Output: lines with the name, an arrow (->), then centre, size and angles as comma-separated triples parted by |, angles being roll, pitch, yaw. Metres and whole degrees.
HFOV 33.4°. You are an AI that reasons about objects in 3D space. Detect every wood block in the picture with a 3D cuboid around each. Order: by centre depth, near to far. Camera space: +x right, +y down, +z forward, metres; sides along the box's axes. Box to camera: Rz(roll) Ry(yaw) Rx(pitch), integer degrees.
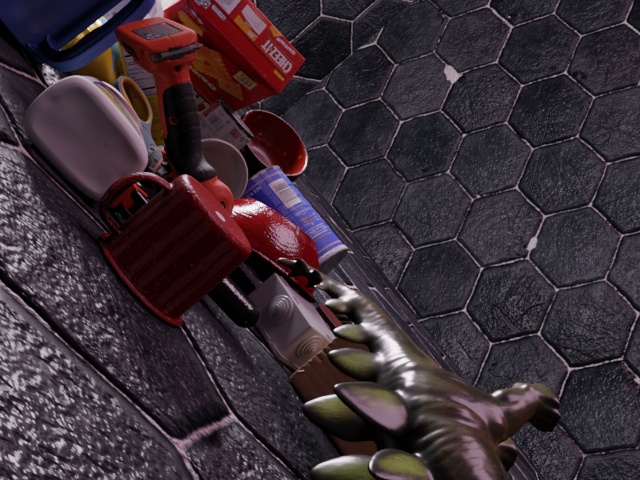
wood block -> 0.073, 0.186, 0.998 | 0.206, 0.091, 0.090 | 52, 6, 28

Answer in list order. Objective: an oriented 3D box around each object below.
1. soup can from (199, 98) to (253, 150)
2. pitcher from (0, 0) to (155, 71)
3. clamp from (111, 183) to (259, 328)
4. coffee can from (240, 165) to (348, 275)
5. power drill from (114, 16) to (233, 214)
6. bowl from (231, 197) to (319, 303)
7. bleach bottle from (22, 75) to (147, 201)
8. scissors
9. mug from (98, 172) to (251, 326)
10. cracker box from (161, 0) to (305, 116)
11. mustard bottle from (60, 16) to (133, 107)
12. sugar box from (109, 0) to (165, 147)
soup can -> -0.144, -0.123, 1.360 | 0.068, 0.102, 0.068 | 49, 5, -6
pitcher -> -0.225, -0.291, 1.082 | 0.149, 0.243, 0.145 | 55, 1, -24
clamp -> -0.117, 0.011, 0.943 | 0.120, 0.039, 0.171 | 46, 4, 39
coffee can -> -0.048, -0.009, 1.346 | 0.140, 0.103, 0.102 | 50, 5, 10
power drill -> -0.148, -0.119, 1.042 | 0.185, 0.057, 0.187 | 32, -41, 55
bowl -> -0.058, 0.001, 1.163 | 0.162, 0.055, 0.162 | 34, -8, 5
bleach bottle -> -0.202, -0.108, 0.952 | 0.102, 0.068, 0.251 | 50, 2, -18
scissors -> -0.203, -0.106, 1.164 | 0.096, 0.016, 0.202 | 13, 46, -45
mug -> -0.114, -0.004, 0.806 | 0.117, 0.081, 0.093 | 48, 5, -23
cracker box -> -0.143, -0.243, 1.365 | 0.164, 0.072, 0.214 | 45, -26, -21
mustard bottle -> -0.259, -0.217, 1.258 | 0.191, 0.058, 0.096 | 15, 61, -80
sugar box -> -0.202, -0.205, 1.270 | 0.093, 0.048, 0.176 | -70, 148, -71
